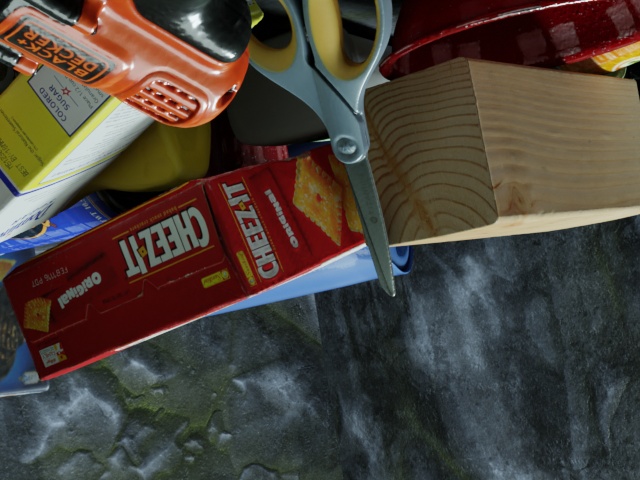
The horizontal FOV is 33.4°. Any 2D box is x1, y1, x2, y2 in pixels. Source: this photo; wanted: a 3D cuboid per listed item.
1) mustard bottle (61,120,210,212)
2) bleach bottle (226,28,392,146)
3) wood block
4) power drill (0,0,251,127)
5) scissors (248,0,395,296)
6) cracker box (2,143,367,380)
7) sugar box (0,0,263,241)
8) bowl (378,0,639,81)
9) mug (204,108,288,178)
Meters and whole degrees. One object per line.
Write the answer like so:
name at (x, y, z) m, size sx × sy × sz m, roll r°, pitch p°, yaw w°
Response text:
mustard bottle at (-0.158, -0.063, 0.615) m, size 0.192 × 0.096 × 0.058 m, roll -11°, pitch 179°, yaw 25°
bleach bottle at (0.042, -0.104, 0.767) m, size 0.103 × 0.068 × 0.250 m, roll -11°, pitch 178°, yaw 33°
wood block at (0.117, -0.050, 0.652) m, size 0.090 × 0.091 × 0.205 m, roll -12°, pitch 176°, yaw 41°
power drill at (-0.051, -0.107, 0.284) m, size 0.188 × 0.057 × 0.184 m, roll -18°, pitch 148°, yaw 42°
scissors at (-0.003, -0.061, 0.559) m, size 0.096 × 0.202 × 0.016 m, roll 12°, pitch -145°, yaw 18°
cracker box at (-0.054, 0.001, 0.640) m, size 0.164 × 0.072 × 0.213 m, roll -23°, pitch 179°, yaw 33°
sugar box at (-0.114, -0.062, 0.506) m, size 0.176 × 0.048 × 0.093 m, roll -35°, pitch -178°, yaw 29°
bowl at (0.107, -0.129, 0.569) m, size 0.162 × 0.055 × 0.162 m, roll -9°, pitch 176°, yaw -1°
mug at (-0.067, -0.074, 0.781) m, size 0.093 × 0.081 × 0.117 m, roll -9°, pitch 177°, yaw -1°
